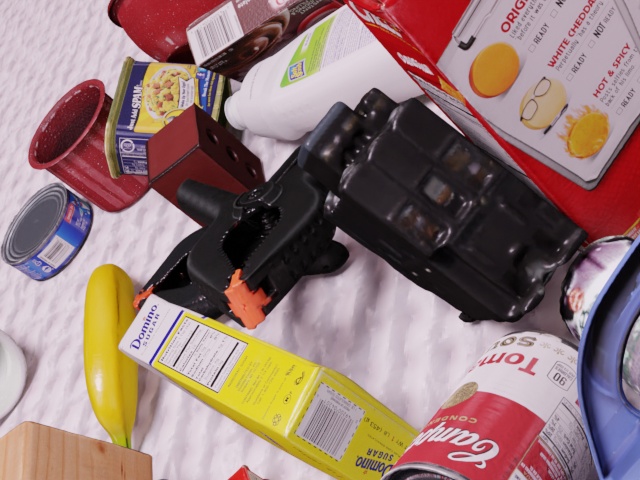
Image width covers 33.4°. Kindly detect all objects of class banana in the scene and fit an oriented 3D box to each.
[{"bbox_3d":[-0.152,0.068,0.763,0.198,0.037,0.070,-105,24,-50],"label":"banana"}]

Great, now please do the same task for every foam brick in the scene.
[{"bbox_3d":[-0.083,-0.050,0.783,0.051,0.078,0.053,-35,41,19],"label":"foam brick"}]

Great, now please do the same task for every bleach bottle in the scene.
[{"bbox_3d":[0.028,-0.133,0.753,0.251,0.068,0.102,-16,42,42],"label":"bleach bottle"}]

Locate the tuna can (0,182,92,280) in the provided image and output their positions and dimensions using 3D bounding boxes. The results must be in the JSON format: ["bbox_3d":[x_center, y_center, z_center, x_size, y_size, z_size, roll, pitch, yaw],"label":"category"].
[{"bbox_3d":[-0.244,-0.007,0.952,0.086,0.033,0.086,-28,41,28],"label":"tuna can"}]

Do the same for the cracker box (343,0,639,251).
[{"bbox_3d":[0.127,-0.107,0.493,0.164,0.213,0.072,-49,36,1],"label":"cracker box"}]

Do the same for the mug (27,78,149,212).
[{"bbox_3d":[-0.193,-0.083,0.925,0.093,0.081,0.117,-46,36,6],"label":"mug"}]

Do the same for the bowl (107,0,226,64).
[{"bbox_3d":[-0.091,-0.183,0.883,0.162,0.161,0.055,-21,82,34],"label":"bowl"}]

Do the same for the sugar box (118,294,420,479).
[{"bbox_3d":[-0.032,0.085,0.595,0.177,0.093,0.048,11,66,51],"label":"sugar box"}]

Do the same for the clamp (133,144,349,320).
[{"bbox_3d":[-0.055,0.001,0.742,0.172,0.039,0.120,-23,36,23],"label":"clamp"}]

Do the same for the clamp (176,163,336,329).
[{"bbox_3d":[-0.023,-0.020,0.646,0.165,0.036,0.210,-26,24,11],"label":"clamp"}]

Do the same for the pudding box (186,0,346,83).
[{"bbox_3d":[-0.032,-0.164,0.813,0.114,0.089,0.039,-26,74,25],"label":"pudding box"}]

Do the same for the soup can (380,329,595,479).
[{"bbox_3d":[0.078,0.093,0.459,0.069,0.068,0.102,-8,24,43],"label":"soup can"}]

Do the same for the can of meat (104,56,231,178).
[{"bbox_3d":[-0.118,-0.096,0.849,0.084,0.057,0.102,3,53,3],"label":"can of meat"}]
